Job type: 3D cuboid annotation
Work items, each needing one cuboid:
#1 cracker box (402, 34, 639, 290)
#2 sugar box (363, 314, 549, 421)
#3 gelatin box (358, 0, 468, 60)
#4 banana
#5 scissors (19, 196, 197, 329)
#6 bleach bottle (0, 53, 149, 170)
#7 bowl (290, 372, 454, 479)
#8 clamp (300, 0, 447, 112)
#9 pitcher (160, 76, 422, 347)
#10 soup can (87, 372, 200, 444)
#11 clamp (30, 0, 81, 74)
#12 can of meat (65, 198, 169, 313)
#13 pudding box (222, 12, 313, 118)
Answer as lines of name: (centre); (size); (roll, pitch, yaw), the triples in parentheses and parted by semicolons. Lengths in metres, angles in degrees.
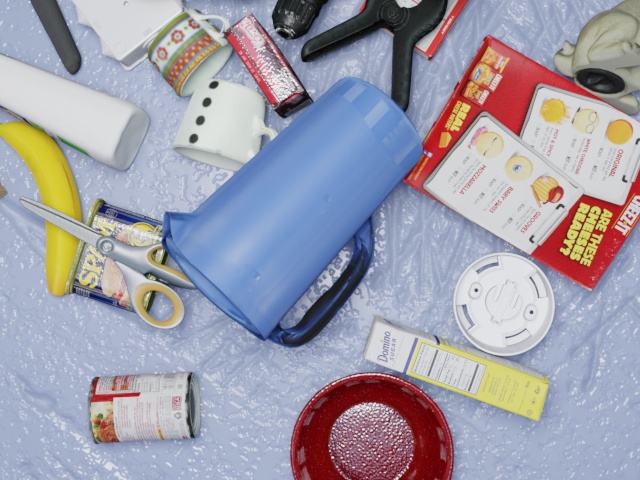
cracker box: (0.212, -0.077, 1.040); (0.213, 0.072, 0.164); (30, 105, 2)
sugar box: (0.130, 0.123, 1.046); (0.176, 0.093, 0.048); (17, 91, 4)
gelatin box: (0.094, -0.237, 1.078); (0.089, 0.030, 0.073); (33, 93, 3)
banana: (-0.281, -0.044, 1.097); (0.070, 0.037, 0.198); (-23, 87, 21)
scissors: (-0.205, 0.026, 1.044); (0.201, 0.016, 0.096); (13, 91, -2)
bleach bottle: (-0.301, -0.152, 1.063); (0.251, 0.102, 0.068); (24, 88, 3)
bowl: (0.051, 0.209, 1.068); (0.162, 0.055, 0.162); (0, 90, 3)
clamp: (0.061, -0.217, 1.045); (0.120, 0.039, 0.171); (25, 85, 4)
pitcher: (-0.015, -0.027, 0.993); (0.145, 0.149, 0.242); (40, 79, 22)
soup can: (-0.176, 0.168, 1.074); (0.102, 0.068, 0.068); (-3, 90, 2)
clamp: (-0.304, -0.276, 1.095); (0.164, 0.036, 0.210); (17, 95, 1)
can of meat: (-0.200, 0.018, 1.081); (0.084, 0.057, 0.102); (18, 92, 0)
pudding box: (-0.049, -0.168, 1.044); (0.039, 0.113, 0.090); (-33, 89, 3)
